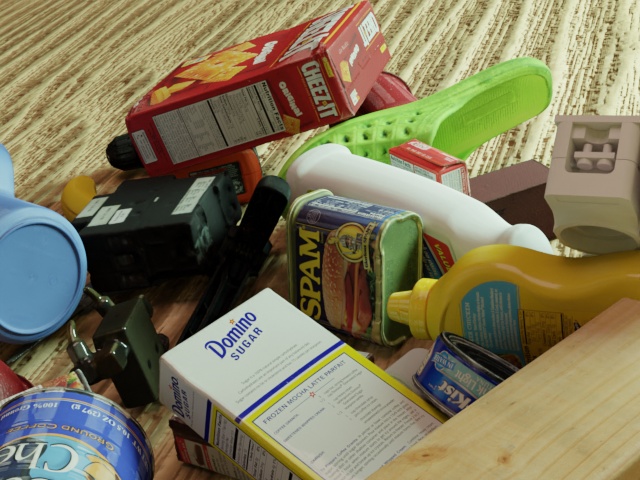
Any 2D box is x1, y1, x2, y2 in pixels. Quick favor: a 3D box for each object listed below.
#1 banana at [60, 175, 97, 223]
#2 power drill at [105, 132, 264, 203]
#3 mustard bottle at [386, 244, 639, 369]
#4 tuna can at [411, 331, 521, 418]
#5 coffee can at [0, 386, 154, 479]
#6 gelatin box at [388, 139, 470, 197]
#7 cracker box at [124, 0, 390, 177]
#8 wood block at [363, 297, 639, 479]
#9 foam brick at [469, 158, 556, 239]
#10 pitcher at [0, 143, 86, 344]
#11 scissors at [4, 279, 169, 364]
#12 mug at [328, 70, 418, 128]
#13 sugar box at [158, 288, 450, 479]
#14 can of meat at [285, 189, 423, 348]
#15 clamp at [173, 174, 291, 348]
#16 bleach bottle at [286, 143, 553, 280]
[{"bbox_3d":[-0.216,-0.029,1.052,0.069,0.037,0.198,-8,20,-37],"label":"banana"},{"bbox_3d":[-0.136,-0.087,1.109,0.184,0.057,0.188,-16,27,-2],"label":"power drill"},{"bbox_3d":[0.132,0.049,0.671,0.192,0.096,0.058,3,34,28],"label":"mustard bottle"},{"bbox_3d":[0.098,0.088,0.621,0.086,0.034,0.086,29,7,-4],"label":"tuna can"},{"bbox_3d":[-0.147,0.158,0.557,0.103,0.103,0.140,-9,25,4],"label":"coffee can"},{"bbox_3d":[0.091,-0.030,0.860,0.030,0.089,0.073,-21,27,-21],"label":"gelatin box"},{"bbox_3d":[-0.057,-0.146,1.004,0.214,0.072,0.164,-15,23,23],"label":"cracker box"},{"bbox_3d":[0.128,0.121,0.533,0.205,0.091,0.090,-28,30,-31],"label":"wood block"},{"bbox_3d":[0.154,-0.026,0.869,0.078,0.053,0.051,-17,26,-12],"label":"foam brick"},{"bbox_3d":[-0.303,-0.001,0.889,0.243,0.149,0.144,12,35,41],"label":"pitcher"},{"bbox_3d":[-0.178,0.047,0.897,0.096,0.016,0.201,-3,27,16],"label":"scissors"},{"bbox_3d":[0.055,-0.101,1.037,0.117,0.093,0.081,-43,32,5],"label":"mug"},{"bbox_3d":[0.000,0.105,0.605,0.176,0.048,0.093,33,45,29],"label":"sugar box"},{"bbox_3d":[0.025,0.021,0.769,0.084,0.102,0.057,13,23,37],"label":"can of meat"},{"bbox_3d":[-0.055,0.001,0.827,0.036,0.165,0.210,28,20,-3],"label":"clamp"},{"bbox_3d":[0.082,-0.004,0.793,0.068,0.102,0.251,-29,30,-33],"label":"bleach bottle"}]
